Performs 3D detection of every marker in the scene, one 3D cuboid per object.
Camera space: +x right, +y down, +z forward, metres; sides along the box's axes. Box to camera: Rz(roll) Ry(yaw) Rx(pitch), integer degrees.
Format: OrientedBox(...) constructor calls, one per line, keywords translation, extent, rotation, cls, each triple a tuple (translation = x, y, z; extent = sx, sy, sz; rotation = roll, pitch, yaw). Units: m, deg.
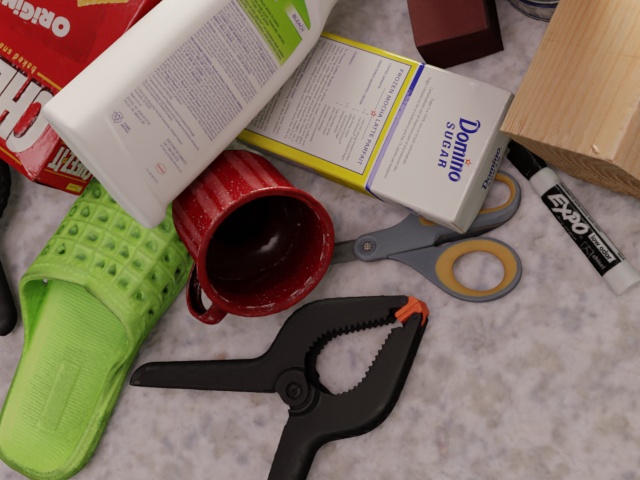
OrientedBox(translation=(0.159, -0.017, 0.681), extent=(0.020, 0.020, 0.121), rotation=(-39, 73, 10), cls="marker")

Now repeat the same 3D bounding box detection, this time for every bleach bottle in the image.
OrientedBox(translation=(-0.051, -0.127, 0.683), extent=(0.250, 0.102, 0.068), rotation=(-43, 38, -10), cls="bleach bottle")

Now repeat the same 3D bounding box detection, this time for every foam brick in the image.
OrientedBox(translation=(0.086, -0.161, 0.706), extent=(0.051, 0.053, 0.078), rotation=(-12, 80, 17), cls="foam brick")

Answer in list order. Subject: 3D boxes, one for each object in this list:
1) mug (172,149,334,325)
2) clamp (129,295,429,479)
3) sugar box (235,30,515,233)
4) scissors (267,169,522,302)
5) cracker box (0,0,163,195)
OrientedBox(translation=(-0.055, 0.001, 0.706), extent=(0.117, 0.093, 0.082), rotation=(-61, 34, 14), cls="mug")
OrientedBox(translation=(-0.022, 0.097, 0.718), extent=(0.210, 0.036, 0.165), rotation=(-44, 73, 7), cls="clamp")
OrientedBox(translation=(0.035, -0.078, 0.710), extent=(0.176, 0.048, 0.093), rotation=(24, 88, 23), cls="sugar box")
OrientedBox(translation=(0.047, 0.019, 0.715), extent=(0.202, 0.016, 0.096), rotation=(-26, 73, 14), cls="scissors")
OrientedBox(translation=(-0.181, -0.165, 0.727), extent=(0.164, 0.072, 0.214), rotation=(35, 94, 18), cls="cracker box")
